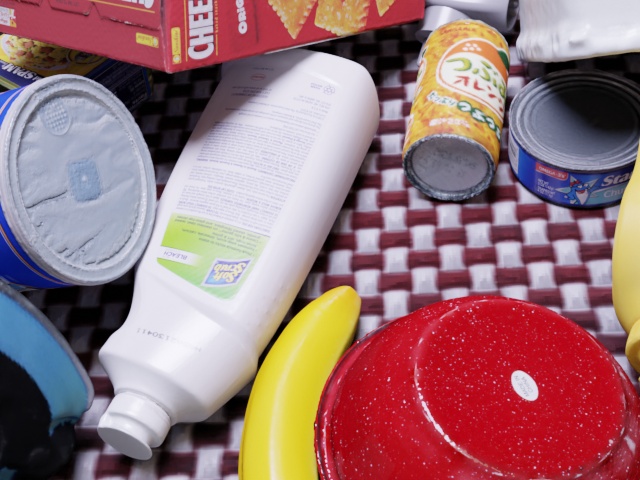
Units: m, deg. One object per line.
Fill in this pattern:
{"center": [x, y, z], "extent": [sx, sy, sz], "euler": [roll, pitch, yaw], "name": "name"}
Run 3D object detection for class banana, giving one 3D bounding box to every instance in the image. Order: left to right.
{"center": [-0.005, 0.101, 0.497], "extent": [0.069, 0.037, 0.198], "euler": [5, 48, -14], "name": "banana"}

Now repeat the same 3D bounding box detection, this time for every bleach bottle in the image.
{"center": [-0.054, 0.001, 0.574], "extent": [0.103, 0.068, 0.250], "euler": [11, 54, 21], "name": "bleach bottle"}

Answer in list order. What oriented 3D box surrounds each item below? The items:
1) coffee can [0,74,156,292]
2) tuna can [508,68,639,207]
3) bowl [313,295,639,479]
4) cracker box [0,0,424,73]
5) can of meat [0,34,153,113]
{"center": [-0.171, -0.022, 0.551], "extent": [0.141, 0.102, 0.102], "euler": [-8, 43, 32], "name": "coffee can"}
{"center": [0.152, -0.059, 0.617], "extent": [0.086, 0.034, 0.086], "euler": [-4, 48, 4], "name": "tuna can"}
{"center": [0.080, 0.078, 0.468], "extent": [0.162, 0.055, 0.162], "euler": [5, 48, -6], "name": "bowl"}
{"center": [-0.063, -0.161, 0.639], "extent": [0.164, 0.072, 0.213], "euler": [18, 27, 39], "name": "cracker box"}
{"center": [-0.170, -0.102, 0.684], "extent": [0.102, 0.057, 0.083], "euler": [28, 55, 28], "name": "can of meat"}
